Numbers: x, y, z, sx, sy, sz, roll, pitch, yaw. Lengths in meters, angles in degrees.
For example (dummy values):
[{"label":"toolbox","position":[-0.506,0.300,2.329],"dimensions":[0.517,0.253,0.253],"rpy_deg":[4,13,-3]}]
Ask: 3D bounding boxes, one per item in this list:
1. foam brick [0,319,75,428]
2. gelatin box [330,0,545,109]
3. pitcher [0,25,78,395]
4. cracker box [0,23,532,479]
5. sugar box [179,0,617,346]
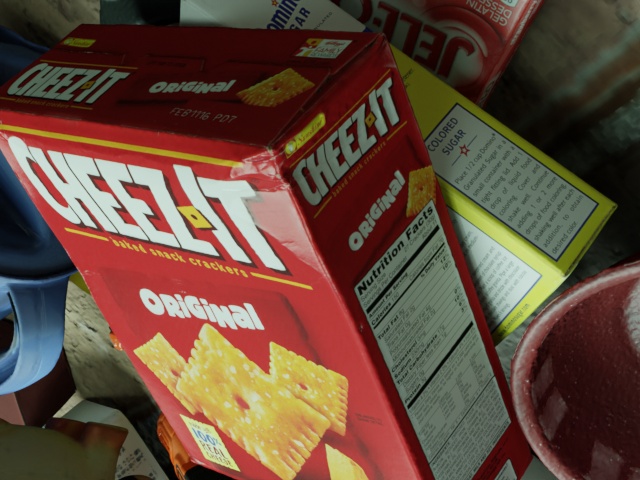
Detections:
[{"label":"foam brick","position":[-0.222,0.094,0.753],"dimensions":[0.078,0.051,0.053],"rpy_deg":[15,130,28]},{"label":"gelatin box","position":[0.038,-0.096,0.416],"dimensions":[0.089,0.030,0.073],"rpy_deg":[36,138,10]},{"label":"pitcher","position":[-0.210,0.004,0.612],"dimensions":[0.145,0.149,0.243],"rpy_deg":[38,143,-16]},{"label":"cracker box","position":[-0.022,0.022,0.432],"dimensions":[0.164,0.072,0.213],"rpy_deg":[11,138,40]},{"label":"sugar box","position":[0.022,-0.034,0.431],"dimensions":[0.176,0.048,0.093],"rpy_deg":[39,156,8]}]
